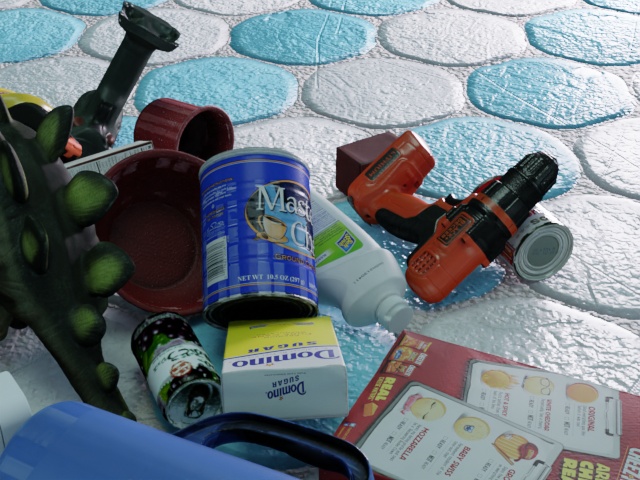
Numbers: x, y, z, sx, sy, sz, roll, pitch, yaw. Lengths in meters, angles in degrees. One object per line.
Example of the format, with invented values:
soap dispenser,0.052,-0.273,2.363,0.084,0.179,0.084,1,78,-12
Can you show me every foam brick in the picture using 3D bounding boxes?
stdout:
foam brick,0.061,-0.081,1.193,0.078,0.053,0.051,-19,37,-29

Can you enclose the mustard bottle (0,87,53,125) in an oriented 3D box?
mustard bottle,-0.354,-0.143,1.230,0.096,0.058,0.192,15,3,-31

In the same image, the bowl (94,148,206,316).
bowl,-0.150,-0.002,1.012,0.161,0.162,0.055,-22,-4,-31

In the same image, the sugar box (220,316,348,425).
sugar box,-0.030,0.099,0.850,0.093,0.048,0.176,-4,6,-3

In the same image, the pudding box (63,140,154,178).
pudding box,-0.216,-0.046,1.097,0.113,0.090,0.039,-21,14,-31

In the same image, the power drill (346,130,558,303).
power drill,0.124,-0.043,1.062,0.184,0.057,0.188,-43,37,-3

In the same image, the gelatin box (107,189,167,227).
gelatin box,-0.189,-0.014,1.067,0.089,0.073,0.030,-24,38,-31

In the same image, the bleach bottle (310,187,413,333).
bleach bottle,-0.009,0.014,1.028,0.102,0.068,0.251,-39,49,-13

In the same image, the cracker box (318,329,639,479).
cracker box,0.127,0.162,0.785,0.214,0.072,0.164,15,36,21

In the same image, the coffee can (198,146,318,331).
coffee can,-0.056,0.001,0.956,0.102,0.103,0.140,-2,67,-4

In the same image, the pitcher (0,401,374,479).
pitcher,-0.090,0.184,0.701,0.243,0.145,0.149,16,6,29

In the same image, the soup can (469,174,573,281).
soup can,0.198,-0.013,1.068,0.068,0.068,0.102,-12,34,-18

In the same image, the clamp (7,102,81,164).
clamp,-0.343,-0.111,1.133,0.210,0.036,0.164,-4,73,25

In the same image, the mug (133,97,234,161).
mug,-0.151,-0.118,1.228,0.082,0.093,0.117,20,18,36
